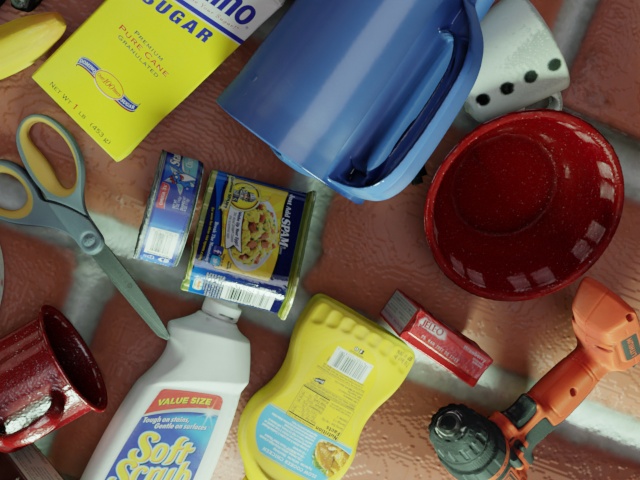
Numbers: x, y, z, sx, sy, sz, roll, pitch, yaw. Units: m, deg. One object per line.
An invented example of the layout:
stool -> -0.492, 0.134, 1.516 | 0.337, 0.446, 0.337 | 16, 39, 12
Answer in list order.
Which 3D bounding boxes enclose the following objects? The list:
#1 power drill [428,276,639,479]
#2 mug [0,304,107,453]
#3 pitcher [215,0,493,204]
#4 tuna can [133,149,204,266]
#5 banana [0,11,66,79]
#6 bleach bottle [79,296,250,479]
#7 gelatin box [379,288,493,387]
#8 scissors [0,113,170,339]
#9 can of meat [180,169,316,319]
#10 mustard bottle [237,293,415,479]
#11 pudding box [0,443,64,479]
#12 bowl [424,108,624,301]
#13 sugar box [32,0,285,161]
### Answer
power drill -> 0.169, 0.119, 0.835 | 0.187, 0.184, 0.057 | -45, 59, -3
mug -> -0.219, 0.114, 0.803 | 0.081, 0.117, 0.093 | -30, 122, 2
pitcher -> 0.050, -0.151, 0.772 | 0.149, 0.145, 0.243 | 36, 97, -1
tuna can -> -0.115, -0.024, 0.812 | 0.033, 0.086, 0.086 | 15, 95, -11
banana -> -0.286, -0.136, 0.789 | 0.197, 0.070, 0.037 | -5, 67, -10
bleach bottle -> -0.128, 0.155, 0.845 | 0.102, 0.068, 0.251 | 22, 91, -8
gelatin box -> 0.091, 0.076, 0.847 | 0.073, 0.089, 0.030 | 35, 91, -10
scissors -> -0.198, 0.001, 0.825 | 0.096, 0.016, 0.202 | -23, 89, 3
can of meat -> -0.055, 0.001, 0.822 | 0.084, 0.057, 0.102 | 14, 62, -6
mustard bottle -> -0.011, 0.146, 0.859 | 0.096, 0.058, 0.191 | 31, 92, -11
pudding box -> -0.229, 0.211, 0.812 | 0.039, 0.114, 0.090 | 9, 96, -35
bowl -> 0.155, -0.034, 0.848 | 0.162, 0.055, 0.162 | -4, 114, -8
sugar box -> -0.120, -0.152, 0.794 | 0.176, 0.048, 0.093 | -41, 102, 17
